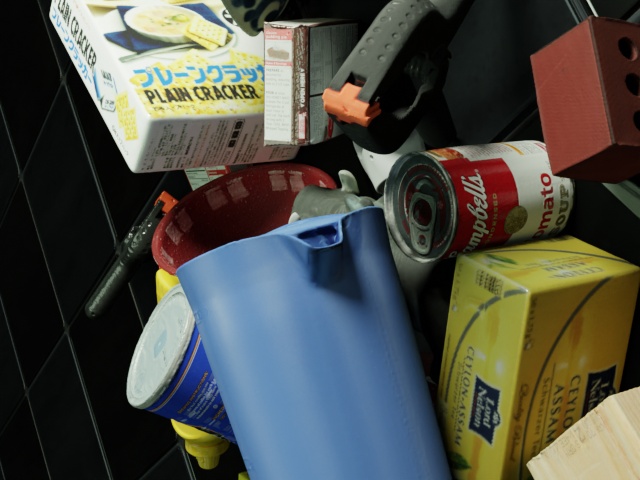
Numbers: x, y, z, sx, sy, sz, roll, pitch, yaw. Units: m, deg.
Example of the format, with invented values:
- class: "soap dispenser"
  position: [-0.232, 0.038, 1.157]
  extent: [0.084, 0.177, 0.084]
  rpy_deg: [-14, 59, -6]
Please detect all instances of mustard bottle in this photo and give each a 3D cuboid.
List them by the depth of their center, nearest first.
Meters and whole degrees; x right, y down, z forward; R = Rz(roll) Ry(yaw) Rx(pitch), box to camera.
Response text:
- class: "mustard bottle"
  position: [-0.105, 0.121, 0.959]
  extent: [0.096, 0.058, 0.192]
  rpy_deg: [24, 123, 44]

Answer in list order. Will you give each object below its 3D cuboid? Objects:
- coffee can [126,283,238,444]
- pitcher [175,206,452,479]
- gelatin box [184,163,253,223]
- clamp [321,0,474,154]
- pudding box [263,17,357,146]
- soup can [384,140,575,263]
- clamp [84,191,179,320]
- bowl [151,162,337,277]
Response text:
- class: "coffee can"
  position: [-0.068, 0.107, 0.849]
  extent: [0.103, 0.140, 0.103]
  rpy_deg: [-47, 28, 35]
- class: "pitcher"
  position: [0.006, 0.111, 0.654]
  extent: [0.145, 0.149, 0.243]
  rpy_deg: [-20, 83, 24]
- class: "gelatin box"
  position: [-0.086, -0.047, 0.987]
  extent: [0.073, 0.030, 0.089]
  rpy_deg: [2, 118, 51]
- class: "clamp"
  position: [0.058, -0.100, 0.653]
  extent: [0.036, 0.209, 0.165]
  rpy_deg: [22, 127, 19]
- class: "pudding box"
  position: [-0.006, -0.121, 0.803]
  extent: [0.039, 0.113, 0.090]
  rpy_deg: [4, 104, 19]
- class: "soup can"
  position: [0.100, -0.026, 0.667]
  extent: [0.069, 0.102, 0.068]
  rpy_deg: [18, 112, 54]
- class: "clamp"
  position: [-0.199, 0.014, 1.146]
  extent: [0.172, 0.039, 0.120]
  rpy_deg: [-49, 17, 49]
- class: "bowl"
  position: [-0.056, 0.001, 0.891]
  extent: [0.162, 0.162, 0.055]
  rpy_deg: [33, 149, 49]
